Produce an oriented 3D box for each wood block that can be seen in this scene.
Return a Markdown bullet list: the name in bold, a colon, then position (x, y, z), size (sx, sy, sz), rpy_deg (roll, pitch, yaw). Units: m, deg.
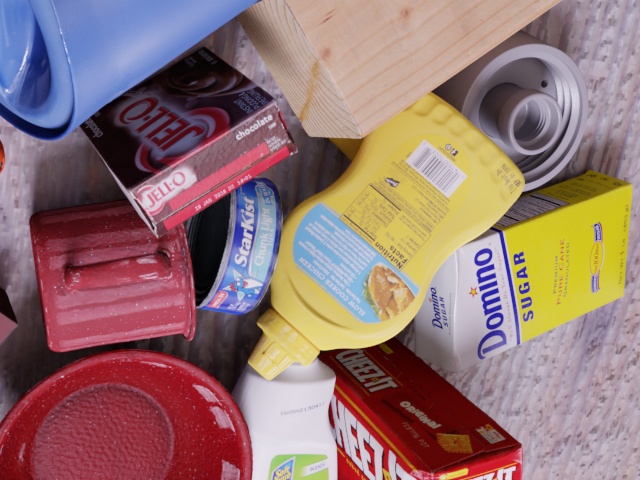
- **wood block**: position (0.068, -0.152, 0.616), size (0.206, 0.091, 0.090), rpy_deg (-36, 107, -13)

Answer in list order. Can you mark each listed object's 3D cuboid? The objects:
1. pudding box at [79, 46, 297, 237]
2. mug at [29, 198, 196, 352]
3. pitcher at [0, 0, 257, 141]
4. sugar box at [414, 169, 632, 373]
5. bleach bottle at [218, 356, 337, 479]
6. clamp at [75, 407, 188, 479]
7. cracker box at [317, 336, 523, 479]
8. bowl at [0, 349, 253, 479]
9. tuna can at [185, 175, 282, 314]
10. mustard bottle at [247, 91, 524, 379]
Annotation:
- **pudding box**: position (-0.076, -0.058, 0.590), size (0.090, 0.114, 0.039), rpy_deg (-32, 122, -10)
- **mug**: position (-0.118, 0.019, 0.603), size (0.081, 0.117, 0.093), rpy_deg (-9, 93, -16)
- **pitcher**: position (-0.077, -0.159, 0.525), size (0.242, 0.149, 0.145), rpy_deg (-38, 140, -30)
- **sugar box**: position (0.142, 0.019, 0.735), size (0.175, 0.048, 0.093), rpy_deg (-21, 119, -35)
- **bleach bottle**: position (-0.026, 0.169, 0.715), size (0.102, 0.068, 0.251), rpy_deg (-10, 115, -44)
- **clamp**: position (-0.135, 0.183, 0.699), size (0.210, 0.036, 0.164), rpy_deg (-36, 116, -11)
- **cracker box**: position (0.060, 0.197, 0.721), size (0.072, 0.164, 0.214), rpy_deg (-12, 114, -22)
- **bowl**: position (-0.124, 0.136, 0.640), size (0.161, 0.055, 0.162), rpy_deg (-5, 102, -22)
- **tuna can**: position (-0.054, 0.001, 0.638), size (0.033, 0.086, 0.086), rpy_deg (11, 104, -24)
- **mustard bottle**: position (0.026, 0.006, 0.637), size (0.096, 0.058, 0.191), rpy_deg (41, 85, 2)
